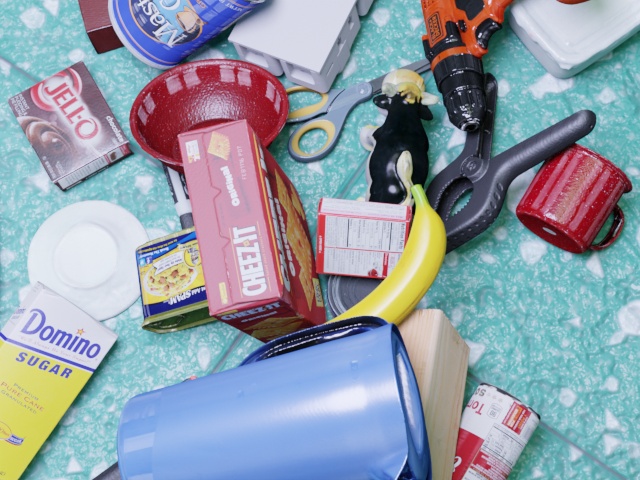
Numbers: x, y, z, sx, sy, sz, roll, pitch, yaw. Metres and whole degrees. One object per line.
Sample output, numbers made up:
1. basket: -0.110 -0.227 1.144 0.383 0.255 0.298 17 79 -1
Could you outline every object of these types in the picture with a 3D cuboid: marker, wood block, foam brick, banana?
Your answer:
1. marker: -0.148 -0.056 1.108 0.020 0.020 0.121 -18 76 -3
2. wood block: 0.068 0.174 0.967 0.091 0.090 0.206 -3 58 28
3. foam brick: -0.229 -0.251 1.145 0.051 0.053 0.078 -16 76 -2
4. banana: 0.056 0.046 0.969 0.070 0.037 0.198 36 87 32

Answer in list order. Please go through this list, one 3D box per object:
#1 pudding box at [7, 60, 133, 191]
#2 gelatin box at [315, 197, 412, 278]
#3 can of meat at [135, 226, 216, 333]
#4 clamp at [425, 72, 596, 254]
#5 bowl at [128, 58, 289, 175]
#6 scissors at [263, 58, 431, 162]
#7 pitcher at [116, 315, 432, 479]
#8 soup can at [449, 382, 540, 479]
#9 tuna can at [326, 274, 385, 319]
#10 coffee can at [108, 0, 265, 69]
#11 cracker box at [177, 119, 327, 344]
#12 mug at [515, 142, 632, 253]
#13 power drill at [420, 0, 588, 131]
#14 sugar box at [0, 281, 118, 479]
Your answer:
1. pudding box: -0.261 -0.120 1.119 0.090 0.039 0.113 -30 77 -6
2. gelatin box: 0.041 -0.002 1.023 0.089 0.073 0.030 4 38 4
3. can of meat: -0.131 0.038 1.054 0.102 0.057 0.084 -17 72 20
4. clamp: 0.168 -0.067 1.056 0.165 0.036 0.210 24 81 53
5. bowl: -0.110 -0.114 1.086 0.162 0.055 0.162 -2 49 3
6. scissors: 0.041 -0.138 1.123 0.201 0.016 0.096 -9 73 0
7. pitcher: -0.036 0.150 0.878 0.243 0.149 0.145 -13 85 10
8. soup can: 0.155 0.194 1.007 0.068 0.068 0.102 31 78 9
9. tuna can: 0.048 0.052 1.065 0.086 0.034 0.086 -1 75 2
10. coffee can: -0.132 -0.251 1.083 0.141 0.102 0.103 -28 72 35
11. cracker box: -0.056 0.001 0.988 0.072 0.213 0.164 -14 75 7
12. mug: 0.255 -0.034 1.060 0.117 0.093 0.081 36 83 -27
13. power drill: 0.180 -0.221 1.056 0.188 0.057 0.184 -34 53 38
14. sugar box: -0.285 0.137 1.031 0.093 0.048 0.176 38 81 -25
